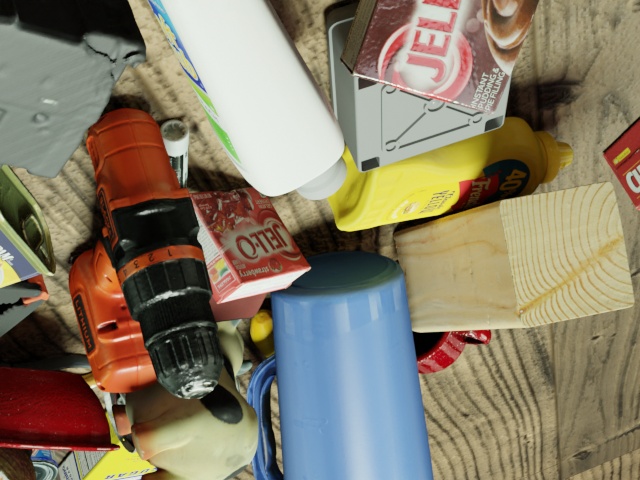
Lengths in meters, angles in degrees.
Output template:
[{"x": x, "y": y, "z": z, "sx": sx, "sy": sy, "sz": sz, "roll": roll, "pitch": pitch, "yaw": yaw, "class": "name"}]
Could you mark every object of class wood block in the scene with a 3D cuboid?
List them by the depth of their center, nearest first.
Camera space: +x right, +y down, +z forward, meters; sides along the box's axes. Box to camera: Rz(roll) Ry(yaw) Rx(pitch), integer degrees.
[{"x": 0.139, "y": 0.019, "z": 0.819, "sx": 0.090, "sy": 0.090, "sz": 0.206, "roll": -9, "pitch": 177, "yaw": -17, "class": "wood block"}]

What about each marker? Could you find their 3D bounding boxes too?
[{"x": -0.100, "y": -0.037, "z": 0.726, "sx": 0.020, "sy": 0.020, "sz": 0.121, "roll": -13, "pitch": 150, "yaw": -16, "class": "marker"}]

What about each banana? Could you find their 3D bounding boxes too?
[{"x": -0.006, "y": 0.097, "z": 0.996, "sx": 0.197, "sy": 0.037, "sz": 0.070, "roll": 15, "pitch": 129, "yaw": -44, "class": "banana"}]

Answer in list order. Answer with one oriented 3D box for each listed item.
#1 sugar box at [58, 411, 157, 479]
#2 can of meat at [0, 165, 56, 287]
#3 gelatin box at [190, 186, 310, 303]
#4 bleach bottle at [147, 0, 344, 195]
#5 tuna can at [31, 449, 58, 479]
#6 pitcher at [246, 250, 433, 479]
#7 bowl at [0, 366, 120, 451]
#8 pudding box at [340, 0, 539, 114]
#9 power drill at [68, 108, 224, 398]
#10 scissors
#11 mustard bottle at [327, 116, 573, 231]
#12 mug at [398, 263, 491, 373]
[{"x": -0.177, "y": 0.196, "z": 1.034, "sx": 0.093, "sy": 0.048, "sz": 0.176, "roll": 3, "pitch": 141, "yaw": -37, "class": "sugar box"}, {"x": -0.223, "y": -0.005, "z": 0.658, "sx": 0.084, "sy": 0.057, "sz": 0.102, "roll": -20, "pitch": 150, "yaw": 0, "class": "can of meat"}, {"x": -0.055, "y": 0.001, "z": 0.742, "sx": 0.030, "sy": 0.073, "sz": 0.089, "roll": -39, "pitch": 165, "yaw": 29, "class": "gelatin box"}, {"x": -0.061, "y": -0.128, "z": 0.540, "sx": 0.068, "sy": 0.103, "sz": 0.250, "roll": -31, "pitch": 144, "yaw": -1, "class": "bleach bottle"}, {"x": -0.289, "y": 0.211, "z": 0.993, "sx": 0.086, "sy": 0.034, "sz": 0.086, "roll": -17, "pitch": 150, "yaw": -10, "class": "tuna can"}, {"x": 0.016, "y": 0.136, "z": 0.888, "sx": 0.149, "sy": 0.145, "sz": 0.243, "roll": -10, "pitch": 107, "yaw": -10, "class": "pitcher"}, {"x": -0.228, "y": 0.124, "z": 0.799, "sx": 0.162, "sy": 0.055, "sz": 0.162, "roll": 4, "pitch": 171, "yaw": 0, "class": "bowl"}, {"x": 0.072, "y": -0.135, "z": 0.592, "sx": 0.090, "sy": 0.039, "sz": 0.113, "roll": 12, "pitch": 109, "yaw": -19, "class": "pudding box"}, {"x": -0.115, "y": 0.035, "z": 0.687, "sx": 0.057, "sy": 0.184, "sz": 0.188, "roll": -8, "pitch": 157, "yaw": -23, "class": "power drill"}, {"x": -0.271, "y": 0.117, "z": 0.868, "sx": 0.201, "sy": 0.016, "sz": 0.096, "roll": 7, "pitch": 138, "yaw": -42, "class": "scissors"}, {"x": 0.106, "y": -0.054, "z": 0.797, "sx": 0.191, "sy": 0.058, "sz": 0.096, "roll": -10, "pitch": 156, "yaw": -23, "class": "mustard bottle"}, {"x": 0.097, "y": 0.076, "z": 0.965, "sx": 0.117, "sy": 0.093, "sz": 0.081, "roll": 6, "pitch": 166, "yaw": 24, "class": "mug"}]
